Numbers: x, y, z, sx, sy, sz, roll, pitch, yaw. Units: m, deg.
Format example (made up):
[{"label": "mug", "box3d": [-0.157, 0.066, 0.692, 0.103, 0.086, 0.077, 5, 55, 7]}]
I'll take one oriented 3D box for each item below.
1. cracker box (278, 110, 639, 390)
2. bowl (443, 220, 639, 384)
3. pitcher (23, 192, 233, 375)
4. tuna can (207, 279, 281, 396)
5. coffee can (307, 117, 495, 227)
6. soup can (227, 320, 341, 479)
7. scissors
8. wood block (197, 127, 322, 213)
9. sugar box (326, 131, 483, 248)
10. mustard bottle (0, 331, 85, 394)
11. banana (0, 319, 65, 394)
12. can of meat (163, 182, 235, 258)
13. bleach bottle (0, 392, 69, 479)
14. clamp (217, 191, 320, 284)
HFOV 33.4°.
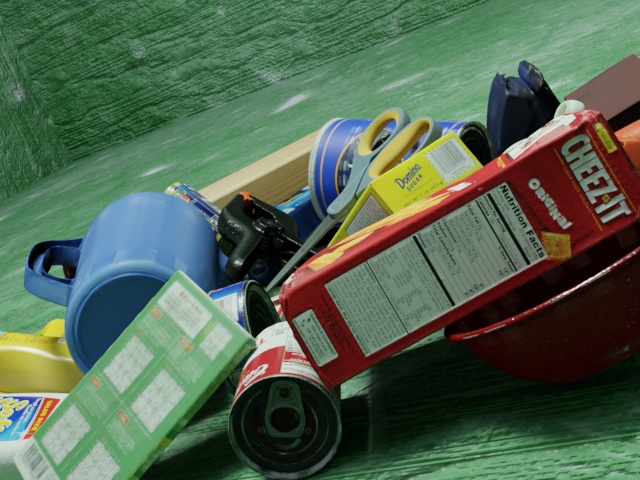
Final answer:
[{"label": "cracker box", "box3d": [0.087, -0.002, 0.671, 0.214, 0.072, 0.164, -31, 2, 11]}, {"label": "bowl", "box3d": [0.153, 0.035, 0.612, 0.162, 0.055, 0.162, -32, 2, 1]}, {"label": "pitcher", "box3d": [-0.159, 0.042, 0.899, 0.149, 0.145, 0.243, -35, 13, 2]}, {"label": "tuna can", "box3d": [-0.054, 0.073, 0.796, 0.034, 0.086, 0.086, -19, 14, 13]}, {"label": "coffee can", "box3d": [0.074, -0.059, 0.969, 0.141, 0.103, 0.102, 5, 28, 32]}, {"label": "soup can", "box3d": [-0.019, 0.098, 0.679, 0.068, 0.068, 0.102, -22, 13, 8]}, {"label": "scissors", "box3d": [0.019, -0.042, 0.909, 0.202, 0.016, 0.096, -40, 33, 16]}, {"label": "wood block", "box3d": [-0.049, -0.048, 1.237, 0.205, 0.091, 0.090, -29, 15, -19]}, {"label": "sugar box", "box3d": [0.055, -0.011, 0.860, 0.093, 0.048, 0.176, -32, -10, -29]}, {"label": "mustard bottle", "box3d": [-0.283, 0.106, 0.937, 0.191, 0.058, 0.096, 7, 4, -2]}, {"label": "banana", "box3d": [-0.292, 0.122, 1.130, 0.070, 0.037, 0.198, -40, 11, 7]}, {"label": "can of meat", "box3d": [-0.142, 0.001, 1.126, 0.102, 0.084, 0.057, -55, -17, 8]}, {"label": "bleach bottle", "box3d": [-0.228, 0.155, 0.835, 0.251, 0.068, 0.102, -13, 20, 33]}, {"label": "clamp", "box3d": [-0.056, 0.001, 0.979, 0.120, 0.039, 0.172, 8, 19, -35]}]
